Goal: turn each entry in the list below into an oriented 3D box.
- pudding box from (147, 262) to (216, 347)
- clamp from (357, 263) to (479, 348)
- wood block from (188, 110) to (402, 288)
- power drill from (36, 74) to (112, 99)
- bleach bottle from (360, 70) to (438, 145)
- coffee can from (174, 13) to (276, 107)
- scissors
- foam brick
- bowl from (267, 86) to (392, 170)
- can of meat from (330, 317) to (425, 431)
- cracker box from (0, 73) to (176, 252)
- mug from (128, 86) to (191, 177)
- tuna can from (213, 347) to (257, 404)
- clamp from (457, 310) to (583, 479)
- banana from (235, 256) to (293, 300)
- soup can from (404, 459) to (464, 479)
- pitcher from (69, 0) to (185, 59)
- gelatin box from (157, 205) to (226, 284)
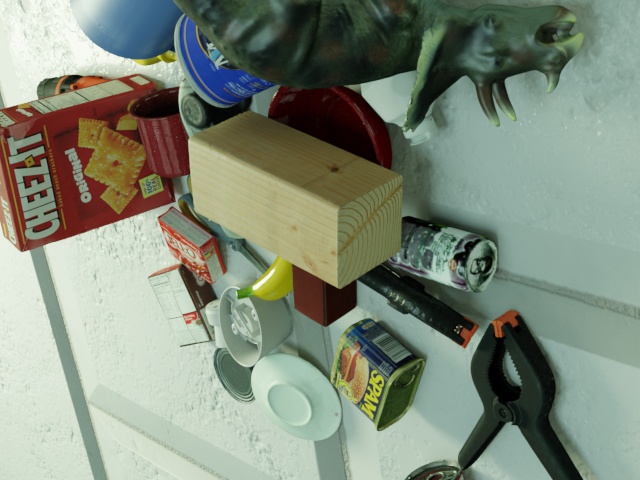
[{"bbox_3d":[-0.180,0.086,1.451,0.090,0.039,0.113,-15,99,53],"label":"pudding box"},{"bbox_3d":[0.085,0.053,1.098,0.171,0.120,0.039,35,100,11],"label":"clamp"},{"bbox_3d":[-0.027,-0.046,1.050,0.206,0.090,0.090,27,132,37],"label":"wood block"},{"bbox_3d":[-0.310,-0.133,1.446,0.185,0.057,0.187,12,122,45],"label":"power drill"},{"bbox_3d":[0.052,-0.208,0.970,0.103,0.068,0.251,-10,107,54],"label":"bleach bottle"},{"bbox_3d":[-0.056,-0.200,1.033,0.141,0.102,0.103,-18,99,33],"label":"coffee can"},{"bbox_3d":[-0.109,-0.016,1.318,0.202,0.016,0.096,34,139,32],"label":"scissors"},{"bbox_3d":[0.005,0.046,1.197,0.051,0.052,0.078,25,130,38],"label":"foam brick"},{"bbox_3d":[0.020,-0.097,1.084,0.162,0.055,0.162,28,132,36],"label":"bowl"},{"bbox_3d":[0.061,0.148,1.194,0.084,0.057,0.102,41,138,29],"label":"can of meat"},{"bbox_3d":[-0.294,-0.097,1.315,0.072,0.213,0.164,30,133,49],"label":"cracker box"},{"bbox_3d":[-0.174,-0.132,1.273,0.117,0.093,0.081,-119,16,-59],"label":"mug"},{"bbox_3d":[-0.103,0.172,1.420,0.086,0.033,0.086,28,132,36],"label":"tuna can"},{"bbox_3d":[0.188,0.169,1.074,0.165,0.036,0.210,3,113,48],"label":"clamp"},{"bbox_3d":[-0.042,0.006,1.219,0.037,0.069,0.198,-106,28,-46],"label":"banana"},{"bbox_3d":[0.141,0.307,1.193,0.069,0.068,0.102,-7,108,51],"label":"soup can"},{"bbox_3d":[-0.154,-0.288,1.092,0.243,0.149,0.145,-32,65,58],"label":"pitcher"},{"bbox_3d":[-0.166,0.007,1.375,0.089,0.030,0.073,33,152,32],"label":"gelatin box"}]
